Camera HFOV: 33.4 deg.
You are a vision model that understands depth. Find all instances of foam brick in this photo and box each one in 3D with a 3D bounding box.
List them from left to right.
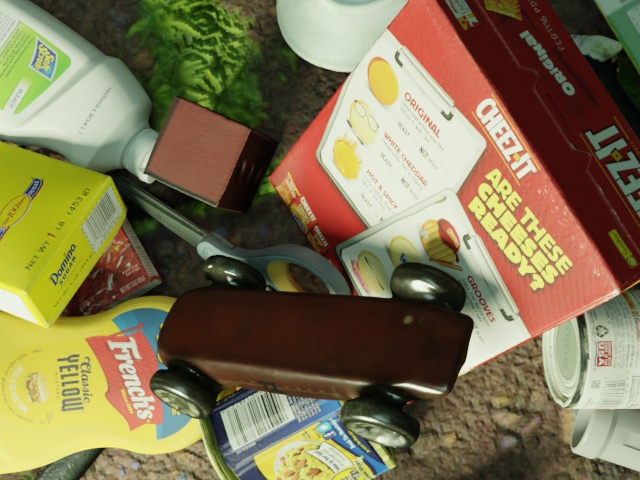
[{"bbox_3d":[-0.066,-0.051,0.655,0.051,0.078,0.053,24,94,9],"label":"foam brick"}]

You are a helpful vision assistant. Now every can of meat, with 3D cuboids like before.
[{"bbox_3d":[-0.012,0.116,0.628,0.084,0.102,0.057,-29,47,5],"label":"can of meat"}]

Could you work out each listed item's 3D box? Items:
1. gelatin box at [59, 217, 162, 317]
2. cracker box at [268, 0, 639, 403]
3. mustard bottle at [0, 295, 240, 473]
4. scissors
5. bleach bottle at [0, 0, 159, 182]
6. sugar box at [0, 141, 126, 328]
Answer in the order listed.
[{"bbox_3d":[-0.159,0.017,0.692,0.089,0.030,0.073,-31,83,7],"label":"gelatin box"},{"bbox_3d":[0.072,-0.020,0.567,0.072,0.214,0.164,-27,81,-30],"label":"cracker box"},{"bbox_3d":[-0.116,0.084,0.654,0.191,0.058,0.096,-6,82,-8],"label":"mustard bottle"},{"bbox_3d":[-0.054,0.001,0.655,0.202,0.096,0.016,43,53,7],"label":"scissors"},{"bbox_3d":[-0.210,-0.108,0.691,0.251,0.068,0.102,33,93,7],"label":"bleach bottle"},{"bbox_3d":[-0.217,-0.018,0.659,0.176,0.048,0.093,18,59,21],"label":"sugar box"}]
